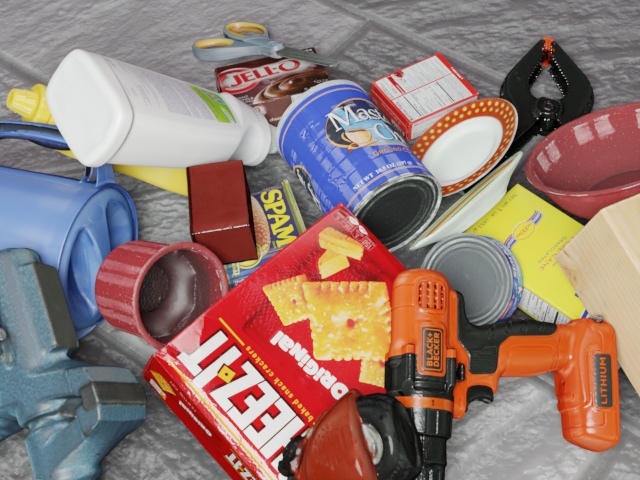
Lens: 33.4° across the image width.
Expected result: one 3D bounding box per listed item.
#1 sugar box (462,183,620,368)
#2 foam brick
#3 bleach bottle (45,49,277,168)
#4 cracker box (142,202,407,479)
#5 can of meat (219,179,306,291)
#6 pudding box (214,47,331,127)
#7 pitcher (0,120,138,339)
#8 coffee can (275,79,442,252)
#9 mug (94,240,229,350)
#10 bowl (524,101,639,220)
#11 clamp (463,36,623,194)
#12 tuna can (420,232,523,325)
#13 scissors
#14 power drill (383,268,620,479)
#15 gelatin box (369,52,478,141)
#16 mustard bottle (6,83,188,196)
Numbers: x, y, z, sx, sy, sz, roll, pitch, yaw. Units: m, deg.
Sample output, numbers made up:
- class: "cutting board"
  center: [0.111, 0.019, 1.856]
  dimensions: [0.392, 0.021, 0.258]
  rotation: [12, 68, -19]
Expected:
- class: "sugar box"
  center: [0.216, 0.030, 0.948]
  dimensions: [0.176, 0.048, 0.093]
  rotation: [35, 60, 28]
- class: "foam brick"
  center: [-0.086, -0.024, 0.933]
  dimensions: [0.051, 0.053, 0.078]
  rotation: [-10, 53, 1]
- class: "bleach bottle"
  center: [-0.120, -0.102, 0.963]
  dimensions: [0.250, 0.068, 0.103]
  rotation: [6, 41, -52]
- class: "cracker box"
  center: [-0.007, 0.094, 0.859]
  dimensions: [0.213, 0.072, 0.164]
  rotation: [-39, 82, -26]
- class: "can of meat"
  center: [-0.056, 0.001, 0.979]
  dimensions: [0.084, 0.057, 0.102]
  rotation: [-16, 51, -6]
- class: "pudding box"
  center: [-0.047, -0.155, 1.105]
  dimensions: [0.113, 0.039, 0.090]
  rotation: [-12, 39, -9]
- class: "pitcher"
  center: [-0.294, -0.019, 0.956]
  dimensions: [0.243, 0.145, 0.149]
  rotation: [14, 56, 17]
- class: "coffee can"
  center: [0.034, -0.068, 1.000]
  dimensions: [0.102, 0.103, 0.140]
  rotation: [-23, 54, -16]
- class: "mug"
  center: [-0.132, 0.052, 0.907]
  dimensions: [0.082, 0.117, 0.093]
  rotation: [9, 49, 50]
- class: "bowl"
  center: [0.269, -0.063, 0.957]
  dimensions: [0.162, 0.055, 0.162]
  rotation: [-19, 27, 10]
- class: "clamp"
  center: [0.237, -0.118, 1.072]
  dimensions: [0.164, 0.036, 0.210]
  rotation: [11, 56, 9]
- class: "tuna can"
  center: [0.131, 0.037, 0.925]
  dimensions: [0.086, 0.033, 0.086]
  rotation: [-2, 87, 30]
- class: "scissors"
  center: [-0.067, -0.196, 1.115]
  dimensions: [0.096, 0.016, 0.202]
  rotation: [-22, 31, -18]
- class: "power drill"
  center: [0.139, 0.120, 0.827]
  dimensions: [0.187, 0.057, 0.184]
  rotation: [8, 74, -18]
- class: "gelatin box"
  center: [0.107, -0.149, 1.108]
  dimensions: [0.089, 0.030, 0.073]
  rotation: [-26, 56, -17]
- class: "mustard bottle"
  center: [-0.201, -0.103, 1.000]
  dimensions: [0.191, 0.058, 0.096]
  rotation: [18, 32, -37]
